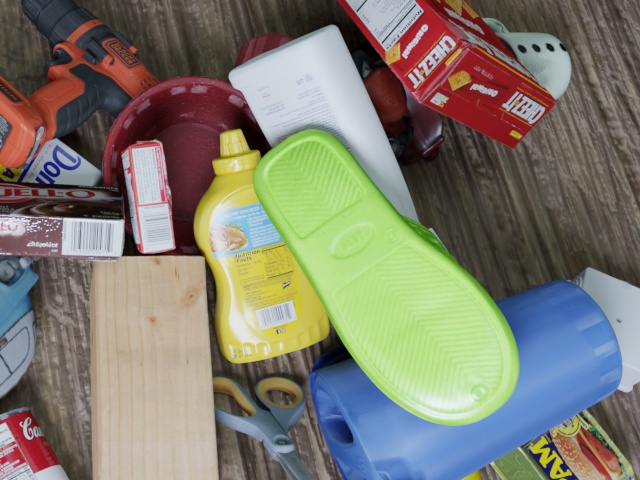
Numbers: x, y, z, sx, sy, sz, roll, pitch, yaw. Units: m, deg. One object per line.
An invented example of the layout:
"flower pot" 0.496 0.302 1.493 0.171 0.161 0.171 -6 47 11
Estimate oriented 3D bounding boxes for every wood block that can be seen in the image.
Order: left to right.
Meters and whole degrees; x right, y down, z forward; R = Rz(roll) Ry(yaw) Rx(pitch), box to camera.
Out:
"wood block" -0.137 0.124 0.854 0.090 0.091 0.206 0 66 -15

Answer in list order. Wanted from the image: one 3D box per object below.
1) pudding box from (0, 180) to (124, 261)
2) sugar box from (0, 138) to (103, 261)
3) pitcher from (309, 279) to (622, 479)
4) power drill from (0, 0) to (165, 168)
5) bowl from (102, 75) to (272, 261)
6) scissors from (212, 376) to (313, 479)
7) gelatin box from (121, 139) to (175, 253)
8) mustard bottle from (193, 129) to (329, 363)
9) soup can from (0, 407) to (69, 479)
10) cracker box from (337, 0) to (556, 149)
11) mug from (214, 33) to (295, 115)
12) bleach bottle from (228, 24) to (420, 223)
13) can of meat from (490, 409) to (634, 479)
"pudding box" -0.214 -0.017 0.852 0.113 0.090 0.039 5 109 -13
"sugar box" -0.286 -0.072 0.930 0.176 0.048 0.093 35 61 4
"pitcher" 0.117 0.119 0.890 0.242 0.145 0.149 -22 79 -15
"power drill" -0.242 -0.149 0.937 0.184 0.057 0.187 42 39 9
"bowl" -0.113 -0.062 0.949 0.162 0.055 0.162 0 91 -13
"scissors" -0.020 0.157 0.851 0.096 0.016 0.202 -11 29 -38
"gelatin box" -0.141 -0.035 0.876 0.030 0.073 0.089 -8 92 -14
"mustard bottle" -0.056 0.001 0.904 0.096 0.058 0.191 -14 101 -13
"soup can" -0.228 0.188 0.812 0.068 0.069 0.102 -28 76 -25
"cracker box" 0.106 -0.198 1.007 0.163 0.072 0.214 15 34 -49
"mug" -0.037 -0.133 1.008 0.117 0.093 0.081 31 54 -27
"bleach bottle" 0.020 -0.051 0.917 0.068 0.103 0.251 -41 111 -51
"can of meat" 0.212 0.198 0.935 0.083 0.058 0.102 -31 78 -28
